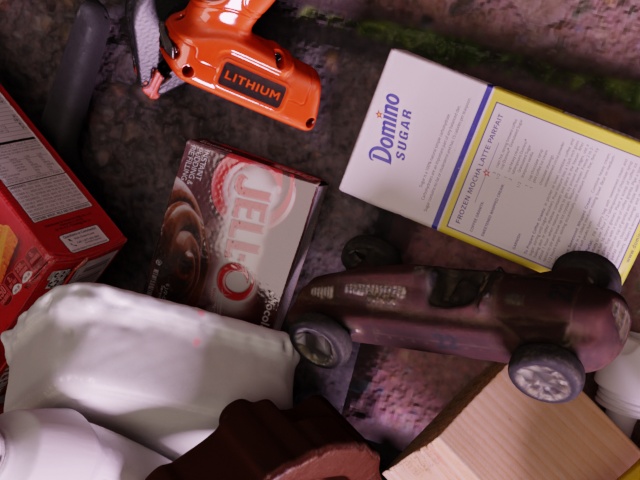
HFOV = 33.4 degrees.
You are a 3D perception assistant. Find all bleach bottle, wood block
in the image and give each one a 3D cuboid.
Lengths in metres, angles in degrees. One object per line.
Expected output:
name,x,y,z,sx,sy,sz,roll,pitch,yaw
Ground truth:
bleach bottle,-0.131,0.159,0.606,0.102,0.250,0.068,-44,53,-2
wood block,0.147,0.169,0.601,0.206,0.090,0.090,46,61,6

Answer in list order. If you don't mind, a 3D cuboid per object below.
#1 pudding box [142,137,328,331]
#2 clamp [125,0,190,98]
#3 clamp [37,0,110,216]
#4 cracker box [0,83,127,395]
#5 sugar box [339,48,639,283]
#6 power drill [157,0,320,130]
pudding box,-0.055,0.001,0.681,0.090,0.039,0.113,19,100,12
clamp,-0.073,-0.166,0.644,0.120,0.039,0.172,33,108,-30
clamp,-0.184,-0.050,0.710,0.165,0.036,0.210,-18,92,25
cracker box,-0.246,-0.020,0.685,0.214,0.072,0.164,49,121,11
sugar box,0.109,-0.040,0.630,0.176,0.048,0.093,25,103,15
power drill,0.003,-0.161,0.615,0.184,0.057,0.188,20,112,-24
